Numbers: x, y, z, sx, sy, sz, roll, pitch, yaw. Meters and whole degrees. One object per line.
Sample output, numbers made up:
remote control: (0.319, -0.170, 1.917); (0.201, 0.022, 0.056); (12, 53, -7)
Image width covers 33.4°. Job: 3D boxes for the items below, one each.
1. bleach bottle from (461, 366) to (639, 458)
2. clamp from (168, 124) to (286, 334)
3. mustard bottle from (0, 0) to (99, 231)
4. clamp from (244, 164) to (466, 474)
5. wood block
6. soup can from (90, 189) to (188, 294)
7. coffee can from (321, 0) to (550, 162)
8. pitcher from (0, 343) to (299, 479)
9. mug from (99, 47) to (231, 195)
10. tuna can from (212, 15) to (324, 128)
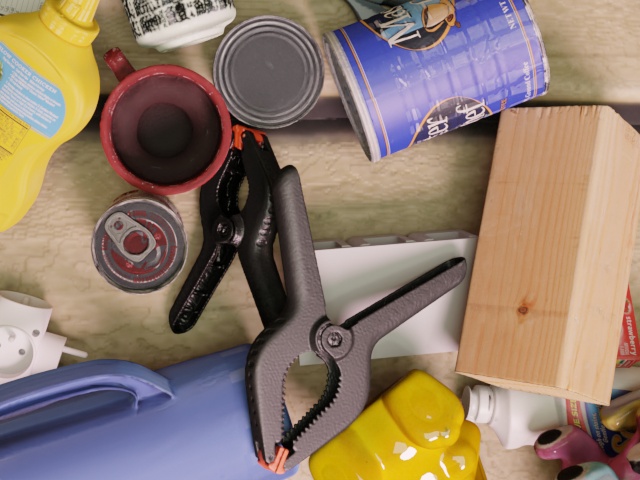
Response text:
bleach bottle: (0.241, 0.154, 0.888); (0.250, 0.068, 0.102); (6, 96, -6)
clamp: (-0.055, 0.001, 0.811); (0.120, 0.039, 0.171); (14, 96, 31)
mustard bottle: (-0.213, -0.103, 0.758); (0.096, 0.058, 0.192); (40, 114, -2)
clamp: (0.014, 0.069, 0.769); (0.164, 0.036, 0.210); (20, 80, -18)
wood block: (0.176, 0.011, 0.807); (0.090, 0.091, 0.206); (23, 76, -49)
soup can: (-0.133, -0.001, 0.794); (0.068, 0.102, 0.068); (-1, 97, -8)
coffee can: (0.084, -0.130, 0.793); (0.140, 0.103, 0.103); (-21, 99, 0)
pitcher: (-0.145, 0.157, 0.796); (0.242, 0.149, 0.145); (-19, 83, -9)
mug: (-0.123, -0.092, 0.795); (0.093, 0.081, 0.117); (-38, 101, -2)
tuna can: (-0.041, -0.130, 0.827); (0.086, 0.034, 0.086); (-1, 97, -8)
